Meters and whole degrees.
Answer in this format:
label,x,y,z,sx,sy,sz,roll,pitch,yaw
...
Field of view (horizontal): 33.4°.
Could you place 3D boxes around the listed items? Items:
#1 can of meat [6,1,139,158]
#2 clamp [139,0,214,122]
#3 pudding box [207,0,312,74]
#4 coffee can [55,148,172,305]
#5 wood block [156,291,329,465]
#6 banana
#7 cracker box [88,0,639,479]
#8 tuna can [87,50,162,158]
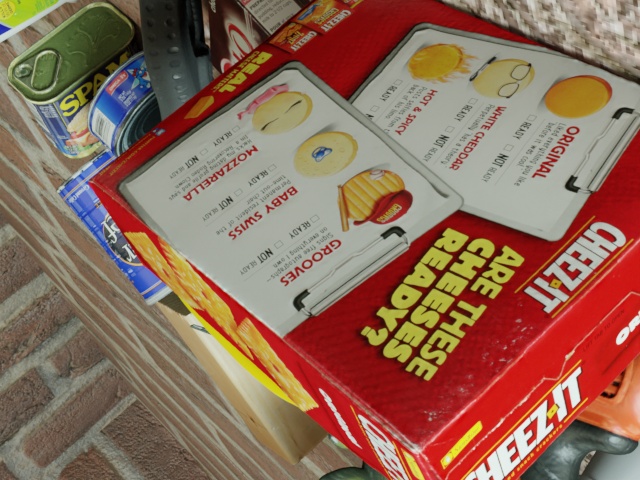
label,x,y,z,sx,sy,sz,roll,pitch,yaw
can of meat,-0.187,-0.125,0.854,0.057,0.102,0.084,41,164,25
clamp,-0.085,-0.108,0.668,0.164,0.036,0.210,-90,-4,-56
pudding box,-0.021,-0.101,0.589,0.090,0.039,0.113,47,163,10
coffee can,-0.168,-0.024,1.021,0.140,0.102,0.103,52,163,-7
wood block,-0.067,0.117,1.091,0.091,0.090,0.206,18,145,59
banana,-0.073,0.065,0.893,0.198,0.037,0.069,47,-170,19
cracker box,0.031,-0.012,0.433,0.214,0.164,0.072,35,160,41
tuna can,-0.128,-0.098,0.788,0.034,0.086,0.086,44,163,16
